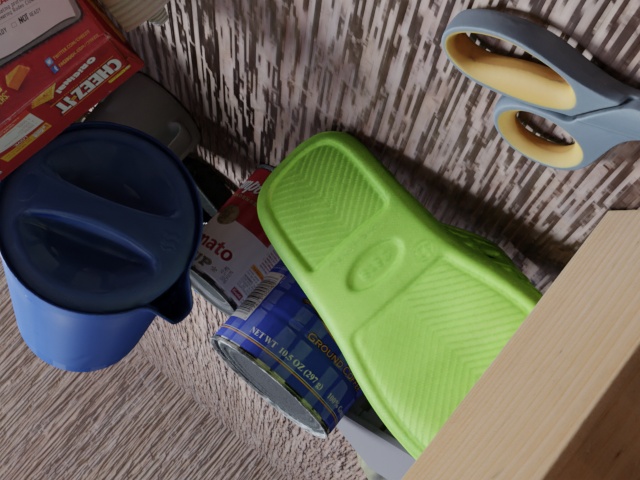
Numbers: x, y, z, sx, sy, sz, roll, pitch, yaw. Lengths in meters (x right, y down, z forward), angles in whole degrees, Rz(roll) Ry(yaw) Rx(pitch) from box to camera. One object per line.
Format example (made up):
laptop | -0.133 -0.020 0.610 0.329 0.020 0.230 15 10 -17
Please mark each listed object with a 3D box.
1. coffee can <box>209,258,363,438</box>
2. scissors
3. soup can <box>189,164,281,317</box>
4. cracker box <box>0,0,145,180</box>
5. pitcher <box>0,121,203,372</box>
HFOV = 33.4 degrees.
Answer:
coffee can | 0.009 0.047 0.723 0.103 0.140 0.103 37 164 13
scissors | 0.134 -0.039 0.432 0.202 0.016 0.096 32 163 30
soup can | -0.055 0.001 0.819 0.068 0.102 0.068 38 164 12
cracker box | -0.237 -0.143 0.656 0.214 0.164 0.072 52 -176 12
pitcher | -0.176 0.013 0.785 0.144 0.149 0.243 3 160 -15
